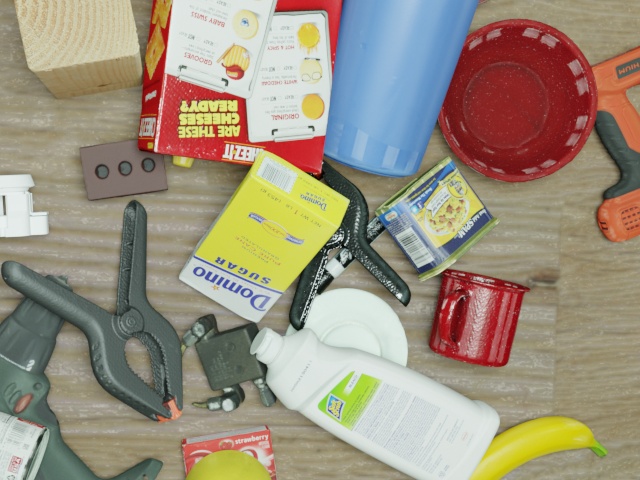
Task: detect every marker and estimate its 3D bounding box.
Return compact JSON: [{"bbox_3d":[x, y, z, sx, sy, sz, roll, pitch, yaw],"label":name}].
[{"bbox_3d":[0.032,0.011,1.078,0.121,0.020,0.020,-44,97,-6],"label":"marker"}]

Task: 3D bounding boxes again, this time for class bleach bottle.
[{"bbox_3d":[0.048,0.150,1.042,0.250,0.068,0.102,32,87,-16],"label":"bleach bottle"}]

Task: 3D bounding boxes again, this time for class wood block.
[{"bbox_3d":[-0.209,-0.185,0.944,0.090,0.206,0.090,-11,93,-8],"label":"wood block"}]

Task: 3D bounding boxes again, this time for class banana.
[{"bbox_3d":[0.202,0.227,1.099,0.197,0.037,0.069,-20,94,-7],"label":"banana"}]

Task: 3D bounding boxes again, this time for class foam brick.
[{"bbox_3d":[-0.188,-0.069,1.028,0.078,0.051,0.053,-10,93,-9],"label":"foam brick"}]

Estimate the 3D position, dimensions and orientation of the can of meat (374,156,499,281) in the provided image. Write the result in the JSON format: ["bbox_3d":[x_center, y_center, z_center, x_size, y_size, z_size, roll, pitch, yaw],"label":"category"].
[{"bbox_3d":[0.115,-0.023,1.059,0.102,0.058,0.084,-38,94,-32],"label":"can of meat"}]

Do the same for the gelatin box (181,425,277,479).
[{"bbox_3d":[-0.090,0.228,1.059,0.089,0.030,0.073,-8,92,-9],"label":"gelatin box"}]

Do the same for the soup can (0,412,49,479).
[{"bbox_3d":[-0.299,0.181,0.940,0.102,0.068,0.068,19,88,-4],"label":"soup can"}]

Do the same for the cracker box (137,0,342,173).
[{"bbox_3d":[-0.072,-0.177,0.978,0.164,0.072,0.214,6,94,-25],"label":"cracker box"}]

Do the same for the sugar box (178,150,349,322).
[{"bbox_3d":[-0.056,0.002,0.995,0.093,0.176,0.048,31,44,-8],"label":"sugar box"}]

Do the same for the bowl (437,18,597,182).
[{"bbox_3d":[0.193,-0.139,1.077,0.162,0.055,0.162,0,93,-2],"label":"bowl"}]

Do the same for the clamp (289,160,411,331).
[{"bbox_3d":[0.005,0.005,1.052,0.120,0.039,0.171,-21,76,-3],"label":"clamp"}]

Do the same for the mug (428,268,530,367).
[{"bbox_3d":[0.149,0.077,1.054,0.093,0.117,0.081,14,95,31],"label":"mug"}]

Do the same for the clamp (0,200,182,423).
[{"bbox_3d":[-0.195,0.079,0.994,0.164,0.036,0.210,-22,90,-43],"label":"clamp"}]

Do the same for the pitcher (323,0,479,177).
[{"bbox_3d":[0.066,-0.192,1.015,0.145,0.149,0.243,14,105,-9],"label":"pitcher"}]
